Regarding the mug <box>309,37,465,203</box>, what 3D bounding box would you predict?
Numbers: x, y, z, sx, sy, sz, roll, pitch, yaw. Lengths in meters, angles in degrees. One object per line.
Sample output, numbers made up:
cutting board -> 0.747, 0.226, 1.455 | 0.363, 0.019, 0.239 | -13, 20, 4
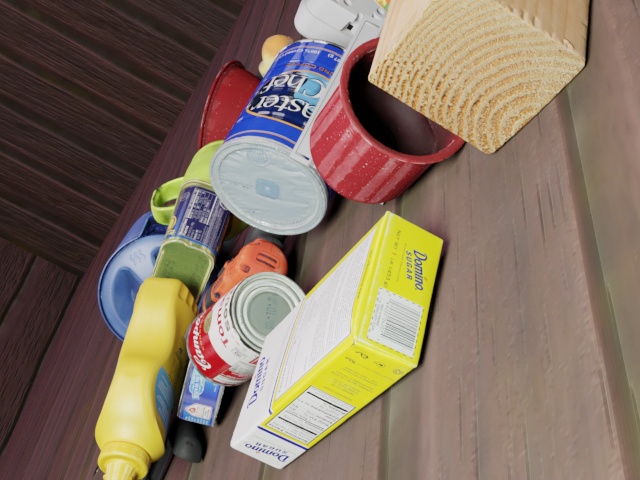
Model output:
mug -> 0.047, -0.085, 0.722 | 0.117, 0.093, 0.082 | -65, 8, -30

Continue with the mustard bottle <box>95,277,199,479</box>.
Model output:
mustard bottle -> -0.149, 0.130, 0.908 | 0.096, 0.058, 0.191 | 92, -175, -46

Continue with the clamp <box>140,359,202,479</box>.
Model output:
clamp -> -0.136, 0.167, 1.000 | 0.165, 0.036, 0.210 | -49, 22, 41

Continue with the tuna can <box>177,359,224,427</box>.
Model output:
tuna can -> -0.096, 0.114, 0.912 | 0.086, 0.033, 0.086 | -167, 91, -87

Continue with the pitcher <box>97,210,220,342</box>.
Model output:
pitcher -> -0.180, 0.044, 1.242 | 0.149, 0.145, 0.243 | -49, 12, 5

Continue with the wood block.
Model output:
wood block -> 0.106, -0.166, 0.654 | 0.090, 0.090, 0.206 | -47, 20, 45

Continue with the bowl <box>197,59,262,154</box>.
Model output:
bowl -> -0.084, -0.119, 1.203 | 0.162, 0.055, 0.162 | 12, -90, -77

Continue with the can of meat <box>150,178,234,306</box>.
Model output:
can of meat -> -0.123, 0.008, 1.010 | 0.084, 0.057, 0.102 | -76, 9, -45

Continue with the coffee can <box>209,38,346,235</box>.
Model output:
coffee can -> -0.020, -0.089, 0.906 | 0.103, 0.102, 0.140 | -46, 14, 49

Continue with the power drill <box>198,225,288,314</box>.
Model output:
power drill -> -0.057, 0.001, 1.000 | 0.185, 0.057, 0.187 | -46, 22, 57

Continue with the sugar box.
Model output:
sugar box -> 0.007, 0.067, 0.655 | 0.176, 0.048, 0.093 | -51, 17, 51

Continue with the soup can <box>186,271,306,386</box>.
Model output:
soup can -> -0.056, 0.070, 0.833 | 0.102, 0.068, 0.068 | -38, 27, 58
